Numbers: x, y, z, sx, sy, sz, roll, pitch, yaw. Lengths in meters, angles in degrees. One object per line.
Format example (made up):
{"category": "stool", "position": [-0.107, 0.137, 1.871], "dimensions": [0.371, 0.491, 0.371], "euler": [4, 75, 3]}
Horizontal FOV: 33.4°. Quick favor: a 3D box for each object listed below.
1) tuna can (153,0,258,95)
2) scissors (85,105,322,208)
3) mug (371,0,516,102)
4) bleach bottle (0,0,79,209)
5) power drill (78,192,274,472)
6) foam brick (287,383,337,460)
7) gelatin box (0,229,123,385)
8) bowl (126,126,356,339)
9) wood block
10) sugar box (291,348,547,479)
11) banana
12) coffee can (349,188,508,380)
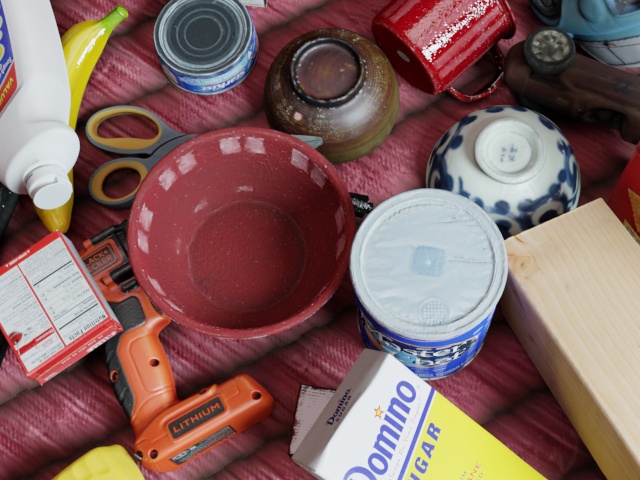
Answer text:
{"category": "tuna can", "position": [-0.096, -0.168, 0.894], "dimensions": [0.086, 0.034, 0.086], "euler": [-1, 71, 4]}
{"category": "scissors", "position": [-0.104, -0.058, 0.853], "dimensions": [0.202, 0.016, 0.096], "euler": [14, 79, 19]}
{"category": "mug", "position": [0.102, -0.163, 0.857], "dimensions": [0.081, 0.093, 0.117], "euler": [-43, 109, -5]}
{"category": "bleach bottle", "position": [-0.239, -0.132, 0.842], "dimensions": [0.103, 0.068, 0.251], "euler": [-39, 58, 18]}
{"category": "power drill", "position": [-0.111, 0.064, 0.807], "dimensions": [0.184, 0.057, 0.188], "euler": [-32, 69, -2]}
{"category": "foam brick", "position": [0.020, 0.139, 0.773], "dimensions": [0.078, 0.053, 0.051], "euler": [7, 72, 8]}
{"category": "gelatin box", "position": [-0.197, 0.049, 0.779], "dimensions": [0.073, 0.030, 0.089], "euler": [-35, 70, -4]}
{"category": "bowl", "position": [-0.055, 0.001, 0.768], "dimensions": [0.162, 0.055, 0.162], "euler": [-1, 68, 1]}
{"category": "wood block", "position": [0.205, 0.083, 0.721], "dimensions": [0.091, 0.090, 0.206], "euler": [-24, 49, -4]}
{"category": "sugar box", "position": [0.077, 0.161, 0.722], "dimensions": [0.176, 0.048, 0.093], "euler": [39, 76, -19]}
{"category": "banana", "position": [-0.209, -0.100, 0.869], "dimensions": [0.070, 0.037, 0.198], "euler": [-3, 71, 48]}
{"category": "coffee can", "position": [0.074, 0.036, 0.756], "dimensions": [0.103, 0.140, 0.103], "euler": [-1, 71, 4]}
